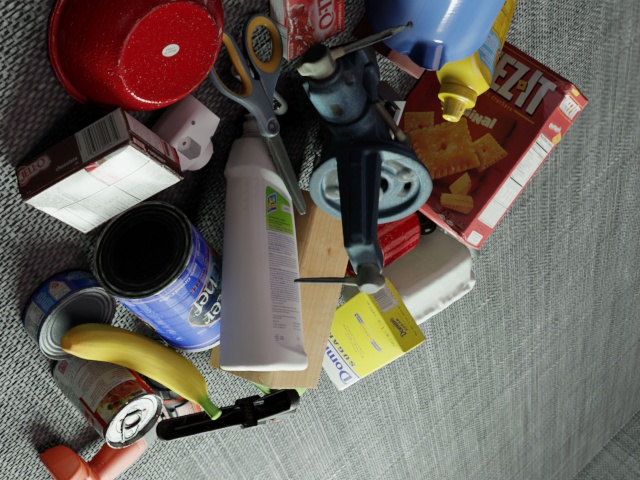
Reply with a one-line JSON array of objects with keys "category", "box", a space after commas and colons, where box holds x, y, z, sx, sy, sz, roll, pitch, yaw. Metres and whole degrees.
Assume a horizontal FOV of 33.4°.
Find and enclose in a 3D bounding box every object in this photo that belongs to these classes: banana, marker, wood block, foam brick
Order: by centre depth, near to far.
[{"category": "banana", "box": [-0.177, 0.116, 1.048, 0.197, 0.070, 0.037, 31, 94, -37]}, {"category": "marker", "box": [-0.052, -0.144, 1.052, 0.020, 0.020, 0.121, -50, 150, 1]}, {"category": "foam brick", "box": [0.083, -0.214, 1.122, 0.053, 0.051, 0.078, -57, 149, 9]}, {"category": "wood block", "box": [-0.038, 0.047, 1.144, 0.090, 0.091, 0.206, 11, 93, -56]}]

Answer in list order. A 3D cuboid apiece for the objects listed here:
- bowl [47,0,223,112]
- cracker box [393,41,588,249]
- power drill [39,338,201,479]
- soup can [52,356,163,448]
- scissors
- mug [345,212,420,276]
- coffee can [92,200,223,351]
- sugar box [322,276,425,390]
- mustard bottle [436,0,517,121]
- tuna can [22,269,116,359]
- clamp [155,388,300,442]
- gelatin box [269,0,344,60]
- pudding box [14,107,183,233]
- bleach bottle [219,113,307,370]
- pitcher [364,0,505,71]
[{"category": "bowl", "box": [-0.136, -0.164, 0.868, 0.161, 0.055, 0.162, -26, 139, -26]}, {"category": "cracker box", "box": [0.173, -0.124, 1.229, 0.214, 0.164, 0.072, -55, 151, 8]}, {"category": "power drill", "box": [-0.216, 0.207, 1.186, 0.187, 0.057, 0.184, -38, 148, -20]}, {"category": "soup can", "box": [-0.216, 0.151, 1.079, 0.068, 0.102, 0.068, -33, 145, -27]}, {"category": "scissors", "box": [-0.042, -0.127, 1.009, 0.096, 0.016, 0.201, -52, 126, -23]}, {"category": "mug", "box": [0.063, -0.020, 1.288, 0.081, 0.093, 0.117, -31, 109, -37]}, {"category": "coffee can", "box": [-0.145, 0.038, 1.048, 0.102, 0.103, 0.140, -46, 149, -7]}, {"category": "sugar box", "box": [0.051, 0.120, 1.336, 0.048, 0.093, 0.176, -26, 171, -36]}, {"category": "mustard bottle", "box": [0.169, -0.220, 1.156, 0.096, 0.058, 0.191, 34, 72, -65]}, {"category": "tuna can", "box": [-0.241, 0.071, 1.026, 0.086, 0.034, 0.086, -33, 146, -27]}, {"category": "clamp", "box": [-0.092, 0.201, 1.233, 0.164, 0.036, 0.210, -14, 170, 4]}, {"category": "gelatin box", "box": [-0.012, -0.224, 1.006, 0.073, 0.030, 0.089, -33, 146, -27]}, {"category": "pudding box", "box": [-0.188, -0.057, 0.913, 0.114, 0.039, 0.090, -26, 154, 15]}, {"category": "bleach bottle", "box": [-0.057, 0.001, 1.051, 0.102, 0.068, 0.251, 18, 70, -66]}, {"category": "pitcher", "box": [0.128, -0.280, 0.960, 0.144, 0.149, 0.243, -35, 171, -19]}]
